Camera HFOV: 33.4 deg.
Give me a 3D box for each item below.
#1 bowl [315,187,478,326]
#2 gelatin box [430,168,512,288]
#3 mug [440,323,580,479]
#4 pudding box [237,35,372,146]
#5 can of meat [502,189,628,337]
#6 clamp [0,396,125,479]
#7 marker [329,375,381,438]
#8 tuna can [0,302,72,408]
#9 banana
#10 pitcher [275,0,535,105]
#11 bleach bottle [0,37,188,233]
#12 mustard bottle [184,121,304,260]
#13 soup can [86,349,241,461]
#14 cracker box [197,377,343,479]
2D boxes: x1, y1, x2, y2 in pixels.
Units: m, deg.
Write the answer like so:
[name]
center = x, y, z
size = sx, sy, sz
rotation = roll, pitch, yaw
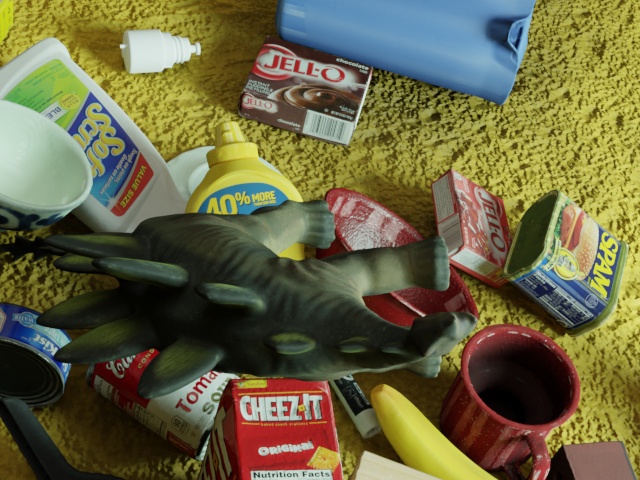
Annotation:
[bowl]
center = 0.050, 0.031, 0.864
size = 0.162, 0.055, 0.162
rotation = 34, 21, -16
[gelatin box]
center = 0.136, -0.011, 0.943
size = 0.073, 0.030, 0.089
rotation = 27, 43, -33
[mug]
center = 0.144, 0.134, 0.813
size = 0.093, 0.082, 0.117
rotation = -6, 53, -19
[pudding box]
center = -0.014, -0.144, 1.027
size = 0.113, 0.039, 0.090
rotation = 18, 48, 0
[can of meat]
center = 0.211, 0.018, 0.922
size = 0.084, 0.058, 0.102
rotation = 38, 49, -14
[clamp]
center = -0.174, 0.176, 0.727
size = 0.171, 0.039, 0.120
rotation = 20, 54, -6
[marker]
center = 0.011, 0.102, 0.846
size = 0.020, 0.020, 0.121
rotation = -18, 58, -26
[tuna can]
center = -0.220, 0.082, 0.761
size = 0.086, 0.086, 0.033
rotation = 13, 48, -4
[banana]
center = 0.117, 0.176, 0.782
size = 0.198, 0.070, 0.037
rotation = 29, 34, 20
[pitcher]
center = 0.084, -0.226, 1.059
size = 0.243, 0.149, 0.145
rotation = 14, 56, 1
[bleach bottle]
center = -0.176, -0.061, 0.901
size = 0.251, 0.068, 0.102
rotation = 40, 66, 16
[mustard bottle]
center = -0.055, 0.001, 0.832
size = 0.096, 0.058, 0.191
rotation = -11, 83, -5
[soup can]
center = -0.110, 0.106, 0.781
size = 0.102, 0.069, 0.068
rotation = 32, 51, 11
[cracker box]
center = -0.032, 0.215, 0.649
size = 0.072, 0.164, 0.214
rotation = 2, 51, -15
